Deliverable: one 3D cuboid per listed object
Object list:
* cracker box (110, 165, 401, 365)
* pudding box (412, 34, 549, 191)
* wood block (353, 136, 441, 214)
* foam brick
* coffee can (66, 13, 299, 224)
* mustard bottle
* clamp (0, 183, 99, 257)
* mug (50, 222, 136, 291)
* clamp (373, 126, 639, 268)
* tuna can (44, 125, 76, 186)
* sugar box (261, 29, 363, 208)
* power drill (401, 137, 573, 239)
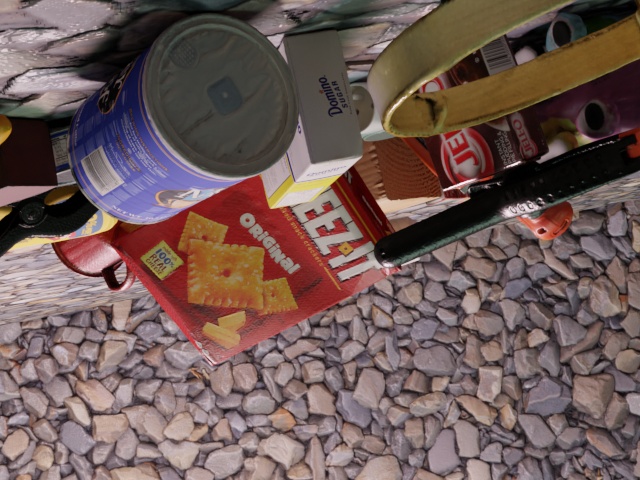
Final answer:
[{"bbox_3d":[-0.056,0.001,0.977,0.214,0.164,0.072,-28,-154,15],"label":"cracker box"},{"bbox_3d":[0.113,-0.102,0.804,0.039,0.113,0.090,-19,179,-36],"label":"pudding box"},{"bbox_3d":[0.016,-0.063,1.133,0.090,0.091,0.207,-6,173,-45],"label":"wood block"},{"bbox_3d":[-0.246,-0.056,0.805,0.078,0.053,0.051,-16,174,31],"label":"foam brick"},{"bbox_3d":[-0.093,-0.074,0.691,0.102,0.103,0.141,-9,174,-33],"label":"coffee can"},{"bbox_3d":[-0.252,-0.032,1.003,0.191,0.058,0.096,-11,154,-21],"label":"mustard bottle"},{"bbox_3d":[-0.261,-0.037,0.920,0.171,0.039,0.120,-28,139,-18],"label":"clamp"},{"bbox_3d":[-0.219,-0.005,1.108,0.093,0.117,0.082,-9,169,-41],"label":"mug"},{"bbox_3d":[0.147,-0.034,0.803,0.164,0.036,0.210,-30,-174,-41],"label":"clamp"},{"bbox_3d":[-0.192,-0.069,0.855,0.086,0.034,0.086,-16,179,-1],"label":"tuna can"},{"bbox_3d":[-0.014,-0.085,0.804,0.048,0.093,0.176,-11,175,-16],"label":"sugar box"},{"bbox_3d":[0.147,-0.086,1.028,0.057,0.185,0.187,-52,146,14],"label":"power drill"}]
